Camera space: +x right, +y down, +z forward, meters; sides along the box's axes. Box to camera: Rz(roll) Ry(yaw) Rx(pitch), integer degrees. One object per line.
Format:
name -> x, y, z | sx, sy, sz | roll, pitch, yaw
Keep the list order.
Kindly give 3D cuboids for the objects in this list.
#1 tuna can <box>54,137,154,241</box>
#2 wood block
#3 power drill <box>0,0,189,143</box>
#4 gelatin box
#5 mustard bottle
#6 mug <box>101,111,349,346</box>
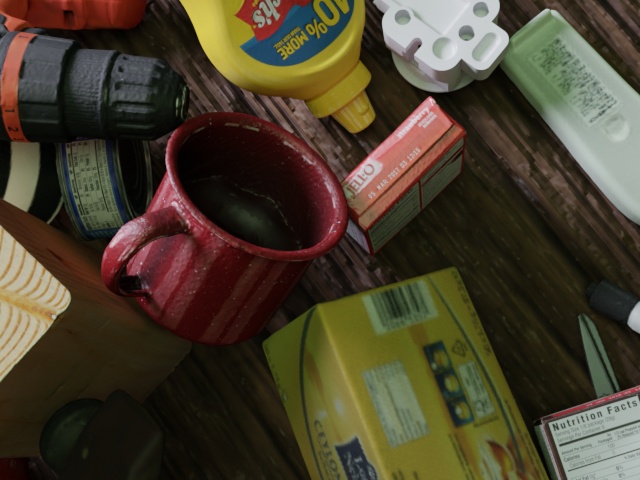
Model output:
tuna can -> -0.119, -0.044, 0.598 | 0.034, 0.086, 0.086 | -6, 79, 4
wood block -> -0.145, 0.045, 0.524 | 0.091, 0.206, 0.090 | 41, 86, 12
power drill -> -0.148, -0.110, 0.568 | 0.184, 0.187, 0.057 | 7, 120, 2
gelatin box -> 0.042, -0.032, 0.574 | 0.073, 0.089, 0.030 | -44, 79, -2
mustard bottle -> -0.031, -0.139, 0.592 | 0.096, 0.058, 0.191 | -44, 110, -18
mug -> -0.053, 0.001, 0.515 | 0.093, 0.117, 0.082 | 52, 133, 20
